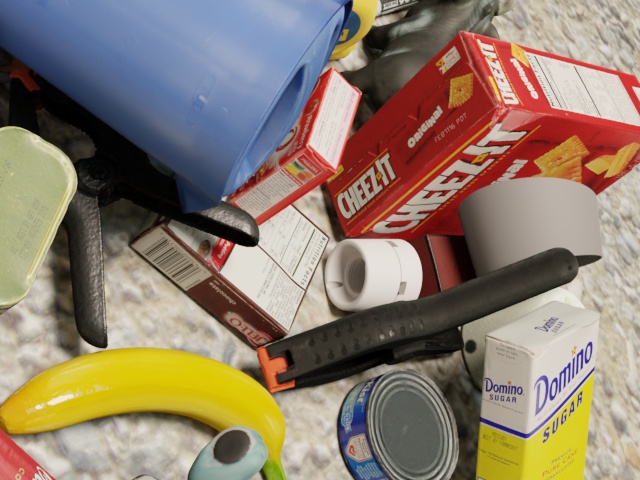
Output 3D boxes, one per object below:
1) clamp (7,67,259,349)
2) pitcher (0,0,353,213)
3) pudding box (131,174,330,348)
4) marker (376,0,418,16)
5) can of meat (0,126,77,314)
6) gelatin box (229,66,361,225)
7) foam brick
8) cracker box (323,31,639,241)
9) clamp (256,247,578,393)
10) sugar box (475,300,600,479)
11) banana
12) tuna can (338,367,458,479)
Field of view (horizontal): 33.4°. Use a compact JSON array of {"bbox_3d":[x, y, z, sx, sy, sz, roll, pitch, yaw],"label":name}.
[{"bbox_3d":[-0.117,-0.034,0.623,0.120,0.039,0.171,-24,79,-26],"label":"clamp"},{"bbox_3d":[-0.107,-0.143,0.572,0.243,0.145,0.149,33,66,0],"label":"pitcher"},{"bbox_3d":[-0.055,0.001,0.694,0.113,0.039,0.090,43,46,-21],"label":"pudding box"},{"bbox_3d":[0.071,-0.210,0.923,0.120,0.020,0.020,-28,90,-46],"label":"marker"},{"bbox_3d":[-0.177,-0.001,0.548,0.057,0.084,0.102,34,50,-26],"label":"can of meat"},{"bbox_3d":[-0.016,-0.061,0.679,0.030,0.073,0.089,41,40,-22],"label":"gelatin box"},{"bbox_3d":[0.094,0.027,0.807,0.078,0.053,0.051,2,69,-43],"label":"foam brick"},{"bbox_3d":[0.132,-0.063,0.801,0.213,0.164,0.072,3,56,-42],"label":"cracker box"},{"bbox_3d":[0.059,0.056,0.703,0.209,0.165,0.036,-10,70,-35],"label":"clamp"},{"bbox_3d":[0.152,0.139,0.752,0.093,0.048,0.176,-19,119,-46],"label":"sugar box"},{"bbox_3d":[-0.088,0.096,0.617,0.197,0.037,0.069,22,57,-34],"label":"banana"},{"bbox_3d":[0.053,0.133,0.733,0.086,0.034,0.086,19,58,-35],"label":"tuna can"}]
